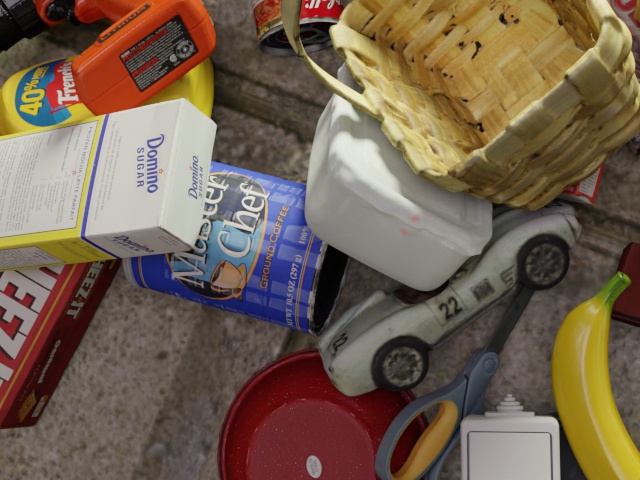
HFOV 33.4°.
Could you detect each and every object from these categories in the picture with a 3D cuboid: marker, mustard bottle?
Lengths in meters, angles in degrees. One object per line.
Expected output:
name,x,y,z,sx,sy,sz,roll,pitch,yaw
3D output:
marker,0.140,-0.162,0.777,0.020,0.020,0.121,18,87,13
mustard bottle,-0.180,-0.102,0.805,0.192,0.058,0.096,-7,49,12

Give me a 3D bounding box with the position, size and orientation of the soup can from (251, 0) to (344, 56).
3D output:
soup can,-0.021,-0.196,0.788,0.068,0.068,0.102,-12,81,10

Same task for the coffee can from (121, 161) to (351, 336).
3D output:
coffee can,-0.055,0.001,0.756,0.140,0.102,0.103,15,87,12

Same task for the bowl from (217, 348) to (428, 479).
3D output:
bowl,-0.002,0.156,0.753,0.162,0.055,0.162,-1,84,11

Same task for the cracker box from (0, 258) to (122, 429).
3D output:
cracker box,-0.281,0.021,0.815,0.214,0.072,0.164,28,90,12

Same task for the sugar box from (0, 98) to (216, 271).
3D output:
sugar box,-0.156,-0.033,0.713,0.176,0.048,0.093,-4,66,28

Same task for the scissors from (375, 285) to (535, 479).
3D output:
scissors,0.118,0.105,0.748,0.201,0.016,0.096,-43,118,-18

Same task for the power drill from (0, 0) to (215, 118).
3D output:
power drill,-0.174,-0.160,0.773,0.184,0.057,0.188,-38,48,-7

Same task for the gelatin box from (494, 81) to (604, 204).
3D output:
gelatin box,0.155,-0.070,0.739,0.089,0.030,0.073,15,88,44
